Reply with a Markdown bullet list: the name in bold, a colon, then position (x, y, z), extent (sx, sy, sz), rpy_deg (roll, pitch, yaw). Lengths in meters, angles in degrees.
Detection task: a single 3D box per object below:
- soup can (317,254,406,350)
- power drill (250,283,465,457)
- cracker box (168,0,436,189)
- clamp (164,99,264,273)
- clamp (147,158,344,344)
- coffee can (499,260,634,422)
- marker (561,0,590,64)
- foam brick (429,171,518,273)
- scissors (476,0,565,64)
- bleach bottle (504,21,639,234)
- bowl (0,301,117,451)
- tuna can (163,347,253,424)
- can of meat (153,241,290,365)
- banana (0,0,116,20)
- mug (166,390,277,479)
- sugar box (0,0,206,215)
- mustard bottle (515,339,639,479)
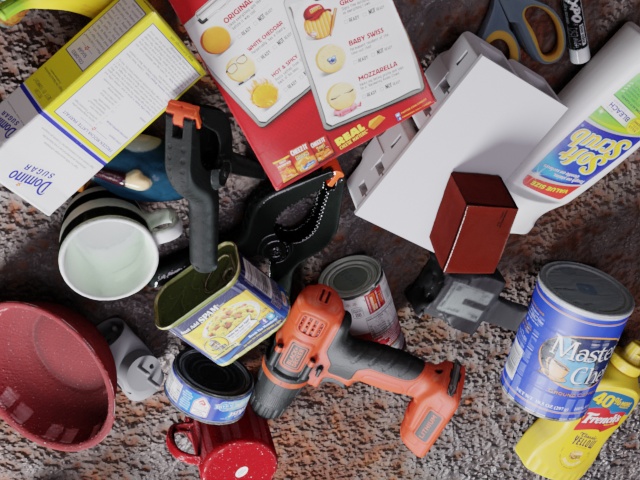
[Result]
- **soup can**: position (0.042, 0.074, 1.076), extent (0.068, 0.068, 0.102), rpy_deg (-21, 125, -3)
- **power drill**: position (0.033, 0.143, 1.050), extent (0.187, 0.057, 0.185), rpy_deg (24, 131, -3)
- **cracker box**: position (-0.018, -0.173, 0.899), extent (0.164, 0.072, 0.213), rpy_deg (-29, 124, 1)
- **clamp**: position (-0.098, -0.050, 0.905), extent (0.039, 0.120, 0.171), rpy_deg (9, 158, 21)
- **clamp**: position (-0.057, 0.001, 1.019), extent (0.164, 0.036, 0.210), rpy_deg (22, 117, -28)
- **coffee can**: position (0.262, 0.108, 1.142), extent (0.102, 0.103, 0.140), rpy_deg (4, 120, -19)
- **marker**: position (0.229, -0.218, 0.975), extent (0.020, 0.020, 0.121), rpy_deg (-22, 125, -3)
- **foam brick**: position (0.139, -0.015, 0.978), extent (0.053, 0.051, 0.078), rpy_deg (3, 126, -17)
- **scissors**: position (0.148, -0.218, 0.953), extent (0.096, 0.016, 0.201), rpy_deg (-42, 123, 12)
- **bleach bottle**: position (0.245, -0.087, 1.039), extent (0.102, 0.068, 0.251), rpy_deg (31, 111, -30)
- **bowl**: position (-0.247, 0.115, 0.996), extent (0.162, 0.055, 0.162), rpy_deg (11, 120, 20)
- **tuna can**: position (-0.110, 0.143, 1.063), extent (0.086, 0.086, 0.034), rpy_deg (11, 116, -23)
- **can of meat**: position (-0.090, 0.062, 0.998), extent (0.102, 0.057, 0.083), rpy_deg (-35, 129, 17)
- **banana**: position (-0.169, -0.171, 0.846), extent (0.070, 0.037, 0.197), rpy_deg (-48, 147, 11)
- **mug**: position (-0.102, 0.212, 1.112), extent (0.117, 0.081, 0.093), rpy_deg (8, 119, -22)
- **sugar box**: position (-0.181, -0.106, 0.832), extent (0.176, 0.048, 0.093), rpy_deg (-39, 148, 2)
- **mustard bottle**: position (0.315, 0.193, 1.241), extent (0.096, 0.058, 0.192), rpy_deg (19, 114, -28)
